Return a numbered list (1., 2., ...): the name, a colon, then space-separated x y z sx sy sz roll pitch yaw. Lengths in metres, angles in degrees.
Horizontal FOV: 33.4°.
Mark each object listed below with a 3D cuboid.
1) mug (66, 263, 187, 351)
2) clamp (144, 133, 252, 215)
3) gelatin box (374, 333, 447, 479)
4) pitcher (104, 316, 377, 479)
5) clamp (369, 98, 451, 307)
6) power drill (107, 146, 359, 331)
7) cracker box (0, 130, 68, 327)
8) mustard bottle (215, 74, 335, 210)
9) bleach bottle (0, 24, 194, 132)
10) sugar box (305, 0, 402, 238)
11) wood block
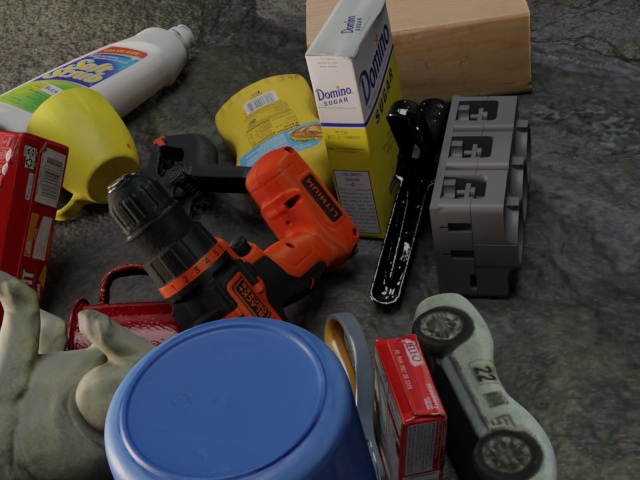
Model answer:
1. mug: -0.130 0.074 0.766 0.081 0.093 0.117 -4 72 2
2. clamp: -0.109 -0.053 0.941 0.120 0.039 0.171 -32 40 8
3. gelatin box: 0.056 0.116 0.675 0.030 0.089 0.073 -7 38 -8
4. pitcher: -0.024 0.164 0.516 0.144 0.243 0.149 -27 42 -17
5. clamp: 0.079 -0.049 0.866 0.036 0.165 0.209 12 20 13
6. power drill: -0.055 0.001 0.779 0.057 0.184 0.187 -30 12 35
7. cracker box: -0.326 -0.013 0.878 0.214 0.072 0.164 7 85 21
8. mustard bottle: -0.031 -0.074 0.952 0.096 0.058 0.192 -25 40 0
9. bleach bottle: -0.233 -0.160 1.108 0.103 0.068 0.250 22 47 34
10. sugar box: 0.037 -0.098 0.871 0.048 0.176 0.093 5 42 20
11. wood block: 0.094 -0.189 1.037 0.206 0.090 0.091 -7 39 5
